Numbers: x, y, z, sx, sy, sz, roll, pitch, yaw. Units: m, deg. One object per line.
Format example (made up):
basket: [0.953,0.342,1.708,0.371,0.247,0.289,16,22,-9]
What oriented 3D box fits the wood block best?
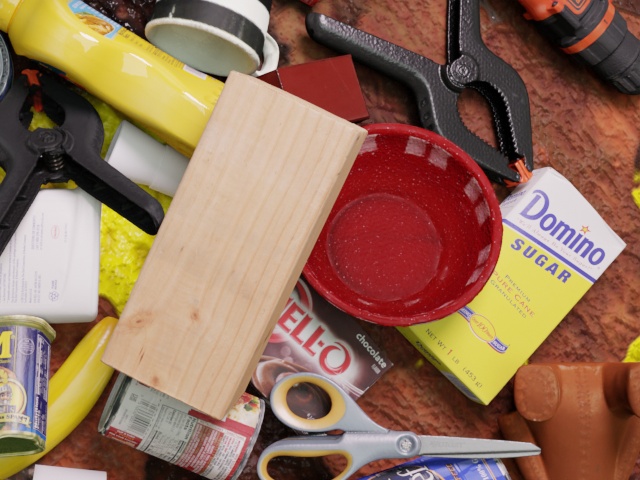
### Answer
wood block: [-0.054,0.001,0.713,0.090,0.090,0.206,26,98,4]

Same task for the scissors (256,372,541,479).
scissors: [0.050,0.129,0.769,0.201,0.016,0.096,-13,80,-2]

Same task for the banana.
banana: [-0.218,0.127,0.756,0.197,0.037,0.069,-27,95,-13]

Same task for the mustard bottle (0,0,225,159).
mustard bottle: [-0.153,-0.129,0.748,0.191,0.096,0.058,31,101,-11]

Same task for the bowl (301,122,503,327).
bowl: [0.052,-0.005,0.801,0.162,0.055,0.162,2,68,-5]

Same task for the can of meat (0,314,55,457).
can of meat: [-0.234,0.101,0.721,0.102,0.057,0.084,-4,67,2]

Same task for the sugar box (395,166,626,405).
sugar box: [0.151,0.034,0.843,0.093,0.048,0.176,45,81,-9]

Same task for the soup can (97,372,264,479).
soup can: [-0.100,0.127,0.769,0.102,0.069,0.068,25,83,-12]

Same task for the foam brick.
foam brick: [-0.013,-0.102,0.790,0.078,0.053,0.051,-18,94,-39]

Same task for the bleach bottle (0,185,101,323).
bleach bottle: [-0.279,0.006,0.733,0.250,0.068,0.102,2,85,-11]

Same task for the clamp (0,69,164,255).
clamp: [-0.171,-0.054,0.722,0.120,0.039,0.171,0,49,-15]

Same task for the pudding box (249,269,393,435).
pudding box: [-0.016,0.082,0.805,0.090,0.039,0.113,-42,98,-11]

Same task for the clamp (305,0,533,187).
clamp: [0.094,-0.129,0.837,0.164,0.036,0.210,-28,94,-16]
